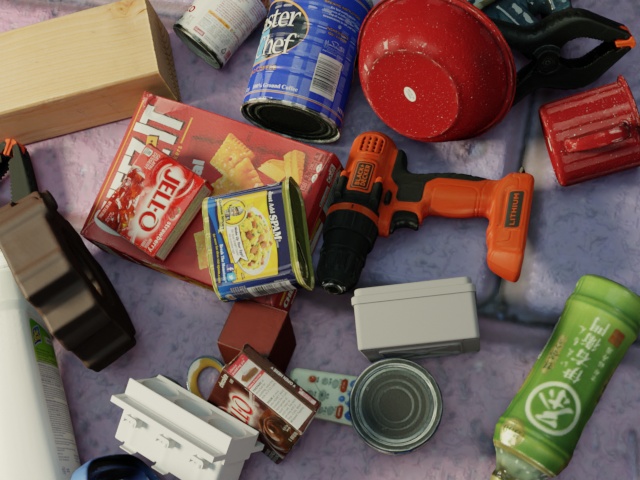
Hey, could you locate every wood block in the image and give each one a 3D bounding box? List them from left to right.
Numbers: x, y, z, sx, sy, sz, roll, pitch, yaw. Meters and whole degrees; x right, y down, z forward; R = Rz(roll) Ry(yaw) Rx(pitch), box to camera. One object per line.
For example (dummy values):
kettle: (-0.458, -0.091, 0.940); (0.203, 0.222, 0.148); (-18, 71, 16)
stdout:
wood block: (-0.260, -0.171, 1.106); (0.206, 0.090, 0.091); (-14, 73, 5)

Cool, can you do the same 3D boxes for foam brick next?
foam brick: (-0.059, 0.096, 0.999); (0.053, 0.078, 0.051); (17, 64, 14)

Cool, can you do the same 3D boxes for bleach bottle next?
bleach bottle: (-0.278, 0.131, 1.014); (0.068, 0.102, 0.251); (-13, 74, 0)

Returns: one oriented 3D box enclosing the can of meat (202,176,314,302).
can of meat: (-0.056, 0.001, 0.965); (0.084, 0.057, 0.102); (-11, 73, 11)

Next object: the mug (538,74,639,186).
mug: (0.253, -0.097, 0.990); (0.081, 0.117, 0.093); (-16, 100, 9)

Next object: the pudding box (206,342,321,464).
pudding box: (-0.053, 0.149, 0.963); (0.090, 0.114, 0.039); (38, 60, 5)

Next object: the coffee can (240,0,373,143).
coffee can: (-0.013, -0.181, 1.060); (0.103, 0.102, 0.140); (12, 77, 12)

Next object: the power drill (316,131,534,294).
power drill: (0.099, -0.016, 0.998); (0.188, 0.057, 0.184); (11, 57, 9)

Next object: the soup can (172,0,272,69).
soup can: (-0.096, -0.237, 1.108); (0.068, 0.068, 0.102); (38, 84, 17)

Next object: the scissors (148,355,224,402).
scissors: (-0.087, 0.192, 1.015); (0.096, 0.016, 0.202); (-45, 73, -5)

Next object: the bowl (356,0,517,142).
bowl: (0.096, -0.148, 0.987); (0.162, 0.162, 0.055); (25, 47, 15)

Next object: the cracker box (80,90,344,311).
cracker box: (-0.105, -0.037, 1.052); (0.214, 0.072, 0.164); (20, 79, 14)

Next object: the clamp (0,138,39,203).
clamp: (-0.335, 0.001, 1.098); (0.165, 0.036, 0.210); (20, 83, 13)

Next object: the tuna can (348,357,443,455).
tuna can: (0.068, 0.149, 0.961); (0.086, 0.034, 0.086); (-1, 75, 3)

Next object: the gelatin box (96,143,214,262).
gelatin box: (-0.156, -0.036, 1.008); (0.073, 0.030, 0.089); (33, 85, 17)

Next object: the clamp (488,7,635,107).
clamp: (0.201, -0.180, 0.994); (0.171, 0.120, 0.039); (-20, 38, 11)
